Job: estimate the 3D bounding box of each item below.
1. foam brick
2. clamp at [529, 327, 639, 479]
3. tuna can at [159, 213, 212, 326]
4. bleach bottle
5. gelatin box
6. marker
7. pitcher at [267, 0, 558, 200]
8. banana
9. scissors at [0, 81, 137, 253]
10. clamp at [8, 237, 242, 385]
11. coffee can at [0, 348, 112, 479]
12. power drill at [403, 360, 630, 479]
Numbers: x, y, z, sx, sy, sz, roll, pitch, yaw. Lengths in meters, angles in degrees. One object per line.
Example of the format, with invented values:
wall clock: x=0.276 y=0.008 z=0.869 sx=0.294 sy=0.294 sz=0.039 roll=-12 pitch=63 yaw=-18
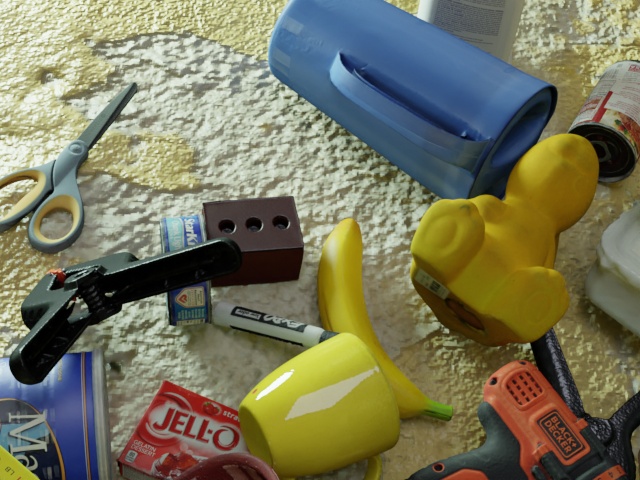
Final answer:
foam brick: x=-0.056 y=0.001 z=0.869 sx=0.078 sy=0.051 sz=0.053 roll=-5 pitch=56 yaw=-11
clamp: x=0.214 y=0.146 z=0.812 sx=0.120 sy=0.039 sz=0.171 roll=8 pitch=60 yaw=4
tuna can: x=-0.105 y=0.023 z=0.826 sx=0.033 sy=0.086 sz=0.086 roll=-5 pitch=56 yaw=-9
bleach bottle: x=0.150 y=-0.249 z=0.950 sx=0.102 sy=0.251 sz=0.068 roll=10 pitch=54 yaw=-1
gelatin box: x=-0.091 y=0.151 z=0.772 sx=0.089 sy=0.030 sz=0.073 roll=23 pitch=54 yaw=8
marker: x=-0.027 y=0.069 z=0.822 sx=0.121 sy=0.020 sz=0.020 roll=13 pitch=52 yaw=24
pitcher: x=0.070 y=-0.132 z=0.930 sx=0.243 sy=0.149 sz=0.145 roll=35 pitch=69 yaw=20
banana: x=0.033 y=0.066 z=0.848 sx=0.069 sy=0.037 sz=0.198 roll=-3 pitch=55 yaw=-33
scissors: x=-0.201 y=-0.060 z=0.915 sx=0.096 sy=0.016 sz=0.201 roll=39 pitch=59 yaw=17
clamp: x=-0.166 y=0.044 z=0.747 sx=0.164 sy=0.210 sz=0.036 roll=-31 pitch=106 yaw=-29
coffee can: x=-0.215 y=0.130 z=0.725 sx=0.140 sy=0.103 sz=0.103 roll=-4 pitch=56 yaw=-10
power drill: x=0.124 y=0.197 z=0.732 sx=0.187 sy=0.057 sz=0.184 roll=-29 pitch=63 yaw=-13
